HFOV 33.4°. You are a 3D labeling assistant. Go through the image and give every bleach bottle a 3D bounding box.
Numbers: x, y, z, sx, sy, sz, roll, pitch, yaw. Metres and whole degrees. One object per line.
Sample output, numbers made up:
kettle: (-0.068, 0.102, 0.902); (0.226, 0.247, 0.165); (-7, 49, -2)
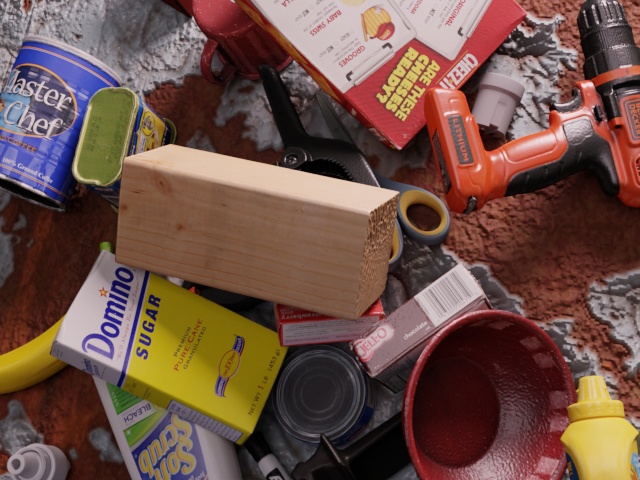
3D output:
bleach bottle: (-0.108, 0.194, 0.907); (0.102, 0.068, 0.251); (-30, 69, 8)

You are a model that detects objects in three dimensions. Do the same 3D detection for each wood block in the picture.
wood block: (-0.051, -0.010, 0.862); (0.206, 0.090, 0.090); (13, 107, 16)

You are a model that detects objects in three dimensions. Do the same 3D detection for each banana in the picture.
banana: (-0.251, 0.090, 1.000); (0.198, 0.037, 0.070); (-42, 48, 0)

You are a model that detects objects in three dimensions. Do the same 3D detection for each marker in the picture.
marker: (-0.029, 0.210, 0.898); (0.020, 0.020, 0.121); (-39, 66, 3)

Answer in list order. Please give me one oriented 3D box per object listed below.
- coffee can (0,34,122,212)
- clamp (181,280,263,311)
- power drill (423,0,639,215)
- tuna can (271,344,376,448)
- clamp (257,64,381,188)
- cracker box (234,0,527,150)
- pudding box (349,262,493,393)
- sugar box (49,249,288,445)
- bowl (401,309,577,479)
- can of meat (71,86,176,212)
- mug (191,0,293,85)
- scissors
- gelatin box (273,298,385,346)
coffee can: (-0.265, -0.112, 1.028); (0.103, 0.102, 0.140); (18, 80, 22)
clamp: (-0.056, 0.001, 0.963); (0.171, 0.039, 0.120); (-26, 61, 1)
power drill: (0.184, -0.105, 0.879); (0.187, 0.057, 0.184); (-12, 77, -1)
tuna can: (0.002, 0.132, 0.904); (0.086, 0.033, 0.086); (-5, 72, 16)
clamp: (-0.022, -0.071, 0.944); (0.210, 0.036, 0.164); (22, 67, 23)
cracker box: (0.043, -0.209, 0.930); (0.213, 0.072, 0.164); (43, 90, -7)
pudding box: (0.086, 0.074, 0.865); (0.113, 0.090, 0.039); (-35, 68, 4)
sugar box: (-0.122, 0.088, 0.881); (0.176, 0.048, 0.093); (27, 61, -7)
bowl: (0.120, 0.135, 0.828); (0.055, 0.162, 0.162); (-12, 62, 62)
can of meat: (-0.184, -0.084, 1.004); (0.057, 0.084, 0.102); (5, 75, 19)
mug: (-0.077, -0.201, 1.007); (0.093, 0.081, 0.117); (32, 85, 23)
scissors: (0.056, -0.062, 0.955); (0.096, 0.016, 0.202); (-8, 59, -2)
gelatin box: (0.005, 0.052, 0.899); (0.089, 0.030, 0.073); (-5, 37, -5)
